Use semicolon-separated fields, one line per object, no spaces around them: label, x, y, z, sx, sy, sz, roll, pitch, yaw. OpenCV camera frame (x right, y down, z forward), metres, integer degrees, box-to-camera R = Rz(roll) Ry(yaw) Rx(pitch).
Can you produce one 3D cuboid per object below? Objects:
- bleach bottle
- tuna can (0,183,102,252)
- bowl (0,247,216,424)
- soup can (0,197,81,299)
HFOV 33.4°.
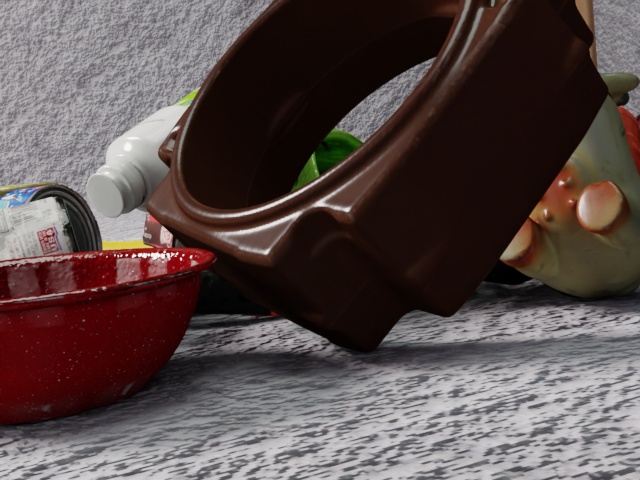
bleach bottle;-0.062;-0.079;0.703;0.103;0.068;0.250;-19;15;42
tuna can;-0.182;0.007;0.701;0.034;0.086;0.086;-5;6;25
bowl;-0.122;0.040;0.459;0.162;0.055;0.162;-6;6;0
soup can;-0.177;0.021;0.562;0.102;0.068;0.069;-17;8;-14
